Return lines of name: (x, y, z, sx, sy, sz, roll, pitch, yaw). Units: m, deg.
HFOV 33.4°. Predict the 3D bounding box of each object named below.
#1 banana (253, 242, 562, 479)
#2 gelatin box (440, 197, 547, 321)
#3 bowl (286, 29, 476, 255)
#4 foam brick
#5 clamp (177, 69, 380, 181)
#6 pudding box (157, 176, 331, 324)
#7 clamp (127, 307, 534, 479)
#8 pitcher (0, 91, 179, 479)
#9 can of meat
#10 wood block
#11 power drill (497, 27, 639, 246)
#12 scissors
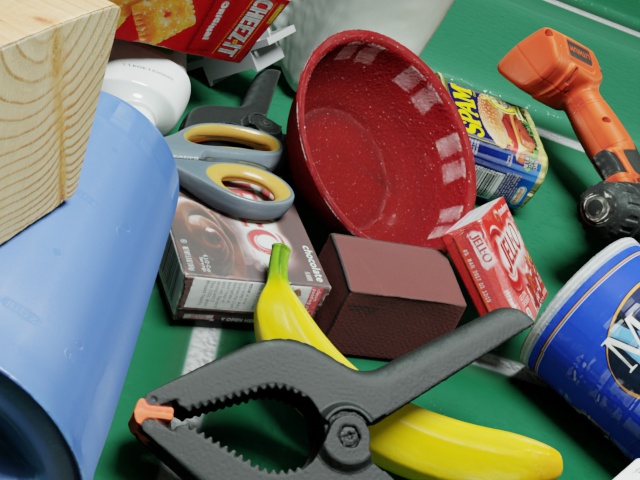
banana: (0.034, 0.083, 0.566, 0.198, 0.069, 0.037, 38, -8, 4)
gelatin box: (0.113, 0.016, 0.678, 0.073, 0.030, 0.089, 64, 21, -2)
bowl: (0.031, -0.056, 0.714, 0.161, 0.055, 0.162, 16, 64, -37)
foam brick: (0.037, 0.035, 0.636, 0.078, 0.053, 0.051, 9, 37, -22)
clamp: (-0.034, -0.063, 0.736, 0.120, 0.039, 0.171, 31, 35, 15)
pudding box: (-0.054, 0.001, 0.637, 0.089, 0.039, 0.113, 5, 39, -26)
clamp: (0.014, 0.107, 0.512, 0.209, 0.036, 0.164, 3, 66, -15)
pitcher: (-0.146, 0.017, 0.480, 0.145, 0.149, 0.242, 6, 32, 2)
can of meat: (0.121, -0.075, 0.828, 0.083, 0.058, 0.102, 17, 36, -16)
wood block: (-0.195, -0.083, 0.408, 0.206, 0.091, 0.090, 25, 29, 8)
power drill: (0.208, -0.070, 0.811, 0.184, 0.057, 0.188, 10, 49, -55)
scissors: (-0.099, -0.041, 0.618, 0.201, 0.016, 0.096, -7, 42, -37)
